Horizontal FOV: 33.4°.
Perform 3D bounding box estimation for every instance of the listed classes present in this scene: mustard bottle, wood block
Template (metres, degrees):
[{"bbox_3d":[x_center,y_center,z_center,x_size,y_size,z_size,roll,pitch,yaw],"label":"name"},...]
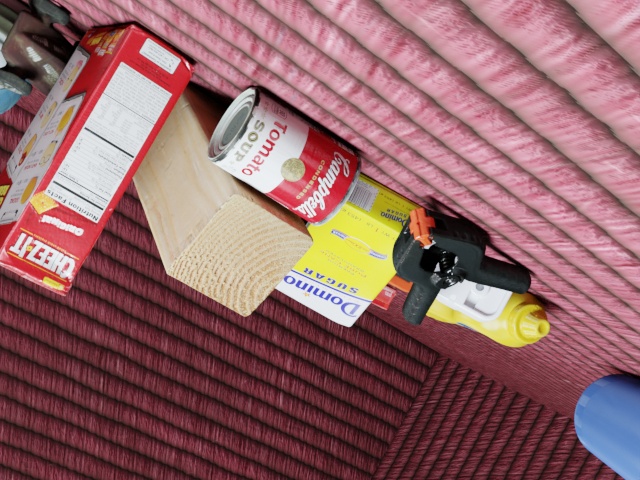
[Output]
[{"bbox_3d":[0.182,0.075,1.138,0.096,0.058,0.192,12,-178,-24],"label":"mustard bottle"},{"bbox_3d":[-0.094,-0.042,0.920,0.090,0.090,0.206,32,-163,-35],"label":"wood block"}]

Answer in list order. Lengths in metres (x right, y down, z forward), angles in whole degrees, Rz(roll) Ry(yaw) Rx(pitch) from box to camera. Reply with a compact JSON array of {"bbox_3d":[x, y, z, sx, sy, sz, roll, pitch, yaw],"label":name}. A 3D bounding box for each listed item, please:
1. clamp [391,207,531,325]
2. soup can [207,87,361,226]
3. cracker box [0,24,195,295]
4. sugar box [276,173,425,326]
[{"bbox_3d":[0.119,0.020,0.919,0.171,0.120,0.039,64,-172,-61],"label":"clamp"},{"bbox_3d":[-0.028,-0.065,0.830,0.102,0.068,0.069,31,175,-22],"label":"soup can"},{"bbox_3d":[-0.203,-0.073,0.895,0.072,0.213,0.164,31,175,-26],"label":"cracker box"},{"bbox_3d":[0.024,0.011,0.995,0.093,0.048,0.176,29,142,-3],"label":"sugar box"}]
